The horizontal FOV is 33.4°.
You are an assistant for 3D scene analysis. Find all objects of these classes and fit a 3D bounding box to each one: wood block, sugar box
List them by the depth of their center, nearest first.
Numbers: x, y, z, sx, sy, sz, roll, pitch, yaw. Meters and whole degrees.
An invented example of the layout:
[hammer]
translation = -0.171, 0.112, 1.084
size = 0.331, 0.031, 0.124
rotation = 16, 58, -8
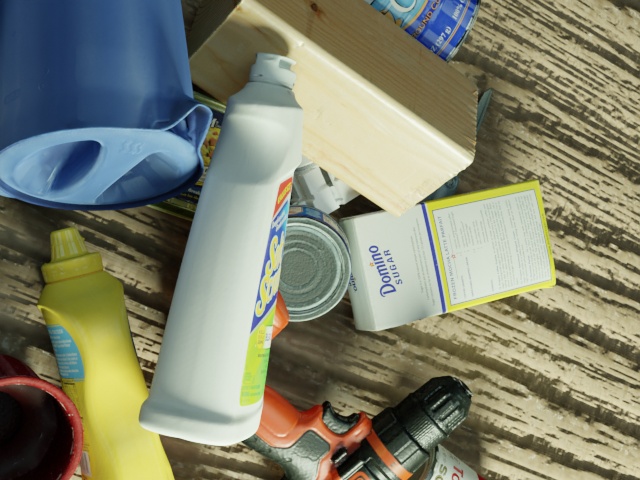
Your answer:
[wood block]
translation = 0.011, -0.119, 0.788
size = 0.206, 0.090, 0.090
rotation = 32, 43, -22
[sugar box]
translation = 0.104, 0.011, 0.873
size = 0.176, 0.048, 0.093
rotation = -11, 91, -21

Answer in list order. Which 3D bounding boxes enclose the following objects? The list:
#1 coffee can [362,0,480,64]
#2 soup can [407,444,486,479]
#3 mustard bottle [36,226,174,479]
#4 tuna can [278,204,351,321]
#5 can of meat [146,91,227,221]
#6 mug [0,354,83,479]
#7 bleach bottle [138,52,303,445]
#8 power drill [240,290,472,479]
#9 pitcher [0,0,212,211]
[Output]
[coffee can]
translation = 0.041, -0.199, 0.842
size = 0.140, 0.103, 0.102
rotation = 31, 74, -22
[soup can]
translation = 0.106, 0.213, 0.868
size = 0.102, 0.069, 0.068
rotation = 39, 71, -18
[mustard bottle]
translation = -0.153, 0.085, 0.731
size = 0.058, 0.096, 0.191
rotation = -15, 93, -24
[tuna can]
translation = -0.019, 0.018, 0.815
size = 0.086, 0.034, 0.086
rotation = 0, 106, -2
[can of meat]
translation = -0.101, -0.063, 0.789
size = 0.102, 0.058, 0.084
rotation = 19, 80, -25
[mug]
translation = -0.215, 0.111, 0.695
size = 0.093, 0.082, 0.117
rotation = -26, 111, -22
[bleach bottle]
translation = -0.055, 0.001, 0.700
size = 0.068, 0.102, 0.251
rotation = 10, 89, 11
[power drill]
translation = -0.003, 0.120, 0.796
size = 0.184, 0.057, 0.187
rotation = -41, 102, 3
[pitcher]
translation = -0.161, -0.147, 0.712
size = 0.149, 0.145, 0.243
rotation = -1, 70, -17
